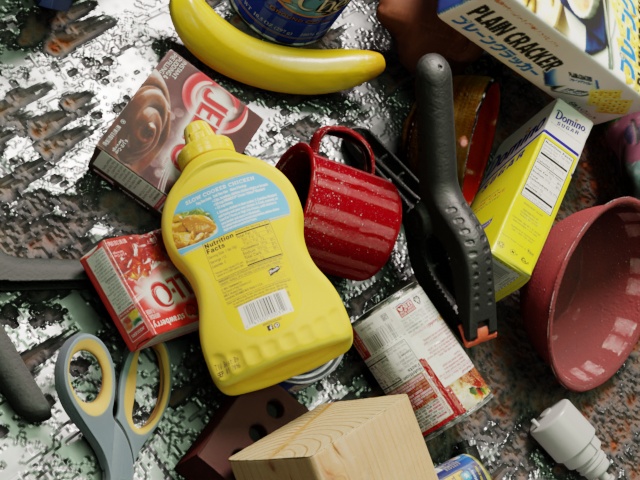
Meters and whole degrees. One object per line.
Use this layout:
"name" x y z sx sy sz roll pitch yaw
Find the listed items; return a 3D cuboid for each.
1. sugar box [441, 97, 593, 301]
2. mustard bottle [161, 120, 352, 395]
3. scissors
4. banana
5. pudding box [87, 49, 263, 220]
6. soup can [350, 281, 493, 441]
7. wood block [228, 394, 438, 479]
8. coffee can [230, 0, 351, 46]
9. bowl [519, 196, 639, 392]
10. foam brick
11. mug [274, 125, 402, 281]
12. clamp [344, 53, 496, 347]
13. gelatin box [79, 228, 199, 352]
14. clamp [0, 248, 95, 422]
"sugar box" 0.158 -0.028 0.875 0.048 0.093 0.176 33 56 -10
"mustard bottle" -0.055 0.001 0.721 0.096 0.058 0.192 -22 68 -3
"scissors" -0.143 0.146 0.679 0.096 0.016 0.201 33 55 -34
"banana" -0.043 -0.154 0.852 0.197 0.070 0.037 22 27 -24
"pudding box" -0.107 -0.074 0.797 0.090 0.039 0.113 36 57 -9
"soup can" 0.072 0.090 0.793 0.068 0.069 0.102 -29 82 -33
"wood block" 0.033 0.213 0.671 0.090 0.090 0.206 -24 95 -40
"coffee can" -0.005 -0.237 0.861 0.102 0.141 0.103 11 63 -22
"bowl" 0.210 0.038 0.866 0.161 0.055 0.162 -18 117 -41
"foam brick" -0.051 0.136 0.721 0.053 0.051 0.078 40 56 -6
"mug" 0.009 -0.029 0.801 0.081 0.093 0.117 17 74 -24
"clamp" 0.081 -0.021 0.813 0.036 0.165 0.210 -17 89 -22
"gelatin box" -0.111 0.031 0.732 0.073 0.030 0.089 59 30 9
"clamp" -0.223 0.041 0.688 0.171 0.039 0.120 22 54 -19
